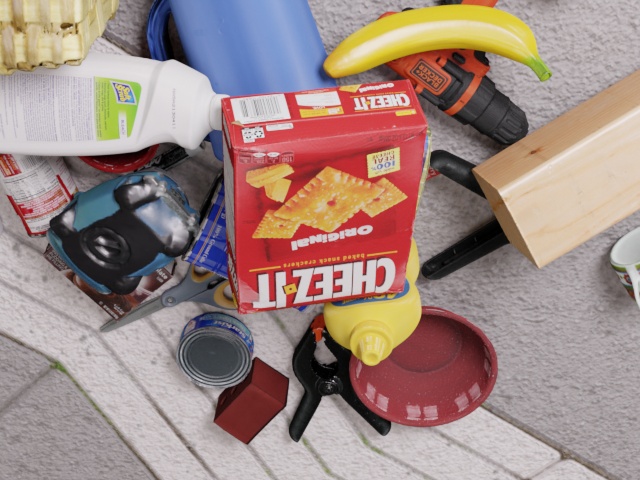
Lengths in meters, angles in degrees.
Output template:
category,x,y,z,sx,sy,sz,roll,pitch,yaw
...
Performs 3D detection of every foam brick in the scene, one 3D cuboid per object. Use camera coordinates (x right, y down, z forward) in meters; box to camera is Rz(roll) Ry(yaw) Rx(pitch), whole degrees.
category,x,y,z,sx,sy,sz,roll,pitch,yaw
foam brick,-0.079,0.184,1.227,0.051,0.053,0.078,35,116,-16

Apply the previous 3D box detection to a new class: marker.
category,x,y,z,sx,sy,sz,roll,pitch,yaw
marker,-0.173,-0.074,1.099,0.121,0.020,0.020,-27,115,19

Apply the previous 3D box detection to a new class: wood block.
category,x,y,z,sx,sy,sz,roll,pitch,yaw
wood block,0.259,-0.074,0.993,0.206,0.091,0.090,-31,109,2

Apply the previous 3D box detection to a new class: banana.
category,x,y,z,sx,sy,sz,roll,pitch,yaw
banana,0.101,-0.174,0.931,0.198,0.069,0.037,0,148,3

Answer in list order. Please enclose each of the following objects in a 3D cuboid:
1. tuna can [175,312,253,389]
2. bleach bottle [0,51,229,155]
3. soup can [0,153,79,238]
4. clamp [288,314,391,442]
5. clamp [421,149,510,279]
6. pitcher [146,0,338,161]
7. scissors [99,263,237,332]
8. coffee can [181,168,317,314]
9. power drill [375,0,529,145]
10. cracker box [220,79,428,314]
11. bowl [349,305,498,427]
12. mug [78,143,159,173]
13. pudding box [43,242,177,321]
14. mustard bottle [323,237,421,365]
category,x,y,z,sx,sy,sz,roll,pitch,yaw
tuna can,-0.118,0.124,1.204,0.086,0.033,0.086,2,121,3
bleach bottle,-0.194,-0.114,0.945,0.251,0.068,0.102,7,114,13
soup can,-0.290,-0.062,1.085,0.068,0.068,0.102,-16,118,13
clamp,0.003,0.165,1.219,0.120,0.039,0.171,-16,115,8
clamp,0.199,-0.035,1.076,0.210,0.036,0.164,-9,133,4
pitcher,-0.079,-0.199,0.962,0.149,0.145,0.243,-25,115,-13
scissors,-0.147,0.071,1.185,0.096,0.016,0.202,42,115,-19
coffee can,-0.057,0.001,1.087,0.140,0.102,0.103,24,119,-10
power drill,0.162,-0.195,0.982,0.184,0.057,0.188,33,117,-15
cracker box,-0.001,-0.033,0.943,0.164,0.072,0.214,-7,137,-9
bowl,0.113,0.128,1.178,0.162,0.055,0.162,2,121,3
mug,-0.202,-0.132,1.030,0.117,0.081,0.093,39,116,-18
pudding box,-0.225,0.020,1.146,0.090,0.039,0.113,-38,112,22
mustard bottle,0.051,0.061,1.063,0.096,0.191,0.058,-7,120,8
